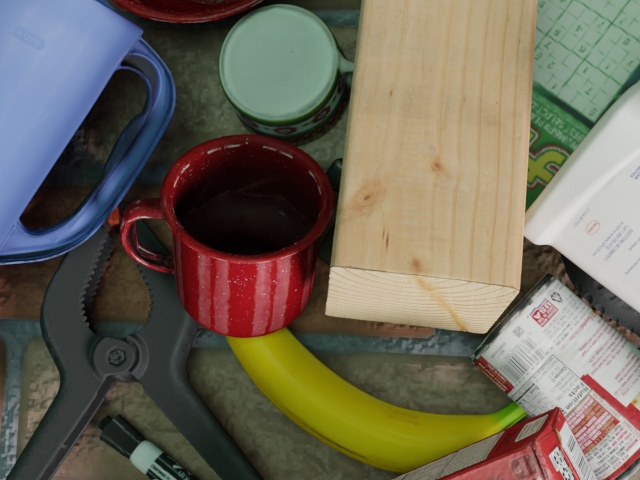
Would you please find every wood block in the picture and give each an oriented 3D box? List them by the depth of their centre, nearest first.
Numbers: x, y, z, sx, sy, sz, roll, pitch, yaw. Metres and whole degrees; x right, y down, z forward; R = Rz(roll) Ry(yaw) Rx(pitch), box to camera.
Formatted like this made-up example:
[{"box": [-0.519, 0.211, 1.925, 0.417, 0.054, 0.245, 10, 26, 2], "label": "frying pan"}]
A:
[{"box": [0.059, -0.066, 0.561, 0.090, 0.091, 0.206, 7, 72, 0], "label": "wood block"}]

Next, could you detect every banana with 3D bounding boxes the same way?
[{"box": [0.017, 0.088, 0.621, 0.198, 0.037, 0.069, 23, 62, 9], "label": "banana"}]

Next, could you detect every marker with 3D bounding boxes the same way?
[{"box": [-0.085, 0.145, 0.637, 0.121, 0.020, 0.020, 36, 90, 11], "label": "marker"}]

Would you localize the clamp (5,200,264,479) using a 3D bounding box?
[{"box": [-0.126, 0.078, 0.629, 0.164, 0.036, 0.210, -11, 75, -5], "label": "clamp"}]

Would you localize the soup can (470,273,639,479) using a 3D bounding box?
[{"box": [0.141, 0.076, 0.583, 0.102, 0.068, 0.068, 43, 92, 12], "label": "soup can"}]

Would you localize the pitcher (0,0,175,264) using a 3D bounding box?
[{"box": [-0.205, -0.049, 0.598, 0.149, 0.144, 0.243, 33, 95, 24], "label": "pitcher"}]

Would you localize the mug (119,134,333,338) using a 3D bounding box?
[{"box": [-0.054, 0.001, 0.600, 0.117, 0.081, 0.093, 2, 50, -4], "label": "mug"}]
